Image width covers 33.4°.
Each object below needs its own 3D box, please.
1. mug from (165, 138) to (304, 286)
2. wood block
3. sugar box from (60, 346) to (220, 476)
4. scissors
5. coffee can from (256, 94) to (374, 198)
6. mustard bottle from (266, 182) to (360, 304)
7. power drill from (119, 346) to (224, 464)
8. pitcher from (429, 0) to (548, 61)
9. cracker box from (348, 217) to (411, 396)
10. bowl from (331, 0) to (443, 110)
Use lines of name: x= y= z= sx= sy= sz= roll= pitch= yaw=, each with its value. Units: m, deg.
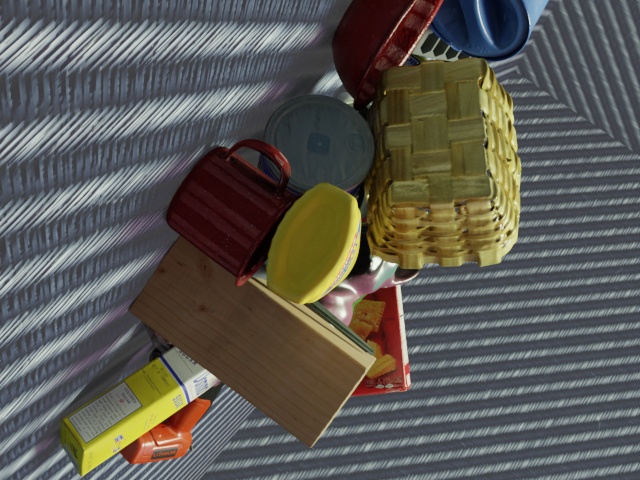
mug: x=-0.067 y=-0.032 z=0.869 sx=0.117 sy=0.081 sz=0.093 roll=-58 pitch=173 yaw=34
wood block: x=-0.060 y=0.088 z=0.985 sx=0.090 sy=0.206 sz=0.090 roll=-55 pitch=173 yaw=5
sugar box: x=-0.173 y=0.158 z=1.060 sx=0.176 sy=0.048 sz=0.093 roll=-30 pitch=165 yaw=-25
scissors: x=-0.035 y=0.041 z=0.958 sx=0.016 sy=0.202 sz=0.096 roll=-48 pitch=173 yaw=17
coffee can: x=-0.012 y=-0.061 z=1.026 sx=0.102 sy=0.103 sz=0.140 roll=-51 pitch=173 yaw=-24
mustard bottle: x=0.000 y=0.007 z=0.913 sx=0.096 sy=0.058 sz=0.191 roll=-64 pitch=175 yaw=-1
power drill: x=-0.166 y=0.185 z=1.262 sx=0.184 sy=0.057 sz=0.188 roll=7 pitch=130 yaw=-53
pitcher: x=0.230 y=-0.339 z=1.246 sx=0.149 sy=0.145 sz=0.242 roll=-6 pitch=-139 yaw=48
cracker box: x=0.017 y=0.084 z=1.303 sx=0.072 sy=0.164 sz=0.214 roll=6 pitch=78 yaw=-82
bowl: x=0.058 y=-0.203 z=1.003 sx=0.162 sy=0.055 sz=0.162 roll=-53 pitch=174 yaw=-9
